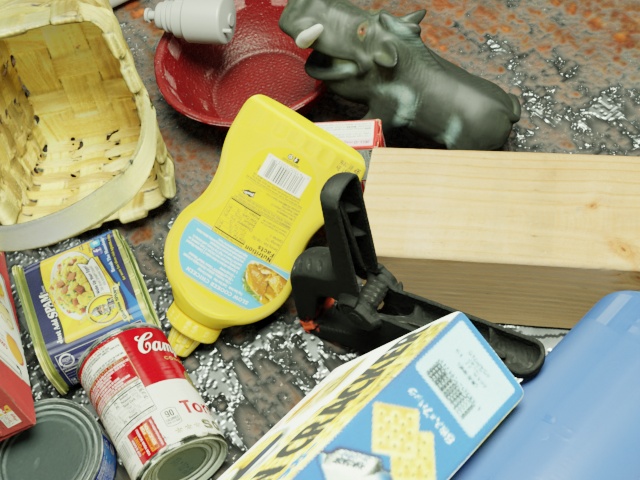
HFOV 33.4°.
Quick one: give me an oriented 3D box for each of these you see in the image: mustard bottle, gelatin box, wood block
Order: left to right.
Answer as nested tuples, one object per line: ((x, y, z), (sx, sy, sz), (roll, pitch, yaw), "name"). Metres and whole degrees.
((-0.055, 0.001, 0.753), (0.096, 0.058, 0.192), (30, 102, -7), "mustard bottle")
((0.007, -0.057, 0.803), (0.089, 0.073, 0.030), (-3, 56, 11), "gelatin box")
((0.135, -0.001, 0.728), (0.206, 0.091, 0.090), (3, 58, 14), "wood block")

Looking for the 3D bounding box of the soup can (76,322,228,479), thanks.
((-0.114, 0.115, 0.721), (0.068, 0.068, 0.102), (-31, 57, -9), "soup can")

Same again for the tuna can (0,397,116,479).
((-0.185, 0.154, 0.732), (0.086, 0.033, 0.086), (-6, 57, 9), "tuna can")

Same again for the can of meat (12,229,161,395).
((-0.169, 0.049, 0.784), (0.084, 0.057, 0.102), (-24, 55, -6), "can of meat")

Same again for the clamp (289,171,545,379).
((0.027, 0.028, 0.677), (0.036, 0.164, 0.210), (-51, 17, -22), "clamp")

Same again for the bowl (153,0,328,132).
((-0.053, -0.142, 0.883), (0.162, 0.055, 0.162), (-6, 56, 9), "bowl")
